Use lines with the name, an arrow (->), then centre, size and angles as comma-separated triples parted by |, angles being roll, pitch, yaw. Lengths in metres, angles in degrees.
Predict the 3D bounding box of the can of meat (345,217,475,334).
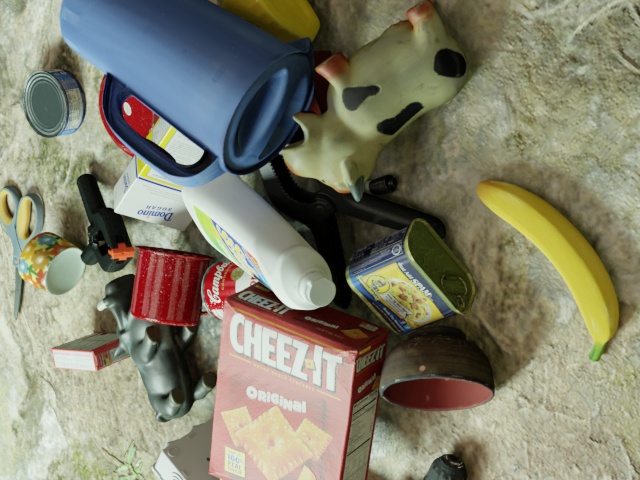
can of meat -> 0.087, 0.039, 1.043 | 0.084, 0.057, 0.102 | -26, 115, 37

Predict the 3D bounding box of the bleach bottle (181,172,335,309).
bleach bottle -> -0.057, 0.001, 1.081 | 0.251, 0.068, 0.102 | 36, 157, 57

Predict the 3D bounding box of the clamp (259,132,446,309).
clamp -> 0.017, -0.040, 1.080 | 0.165, 0.036, 0.210 | -31, 103, 36

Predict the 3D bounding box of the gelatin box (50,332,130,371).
gelatin box -> -0.293, 0.145, 1.385 | 0.089, 0.073, 0.030 | -3, 101, 39

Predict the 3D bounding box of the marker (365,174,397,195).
marker -> 0.030, -0.048, 1.108 | 0.121, 0.020, 0.020 | -14, 94, 40

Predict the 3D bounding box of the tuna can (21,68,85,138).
tuna can -> -0.337, -0.174, 1.351 | 0.086, 0.033, 0.086 | 12, 111, 35

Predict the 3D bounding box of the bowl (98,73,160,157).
bowl -> -0.207, -0.157, 1.240 | 0.162, 0.055, 0.162 | 12, 111, 35

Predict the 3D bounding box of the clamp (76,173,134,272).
clamp -> -0.269, 0.000, 1.316 | 0.172, 0.039, 0.120 | -134, 38, -54

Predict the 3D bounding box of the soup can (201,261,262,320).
soup can -> -0.073, 0.055, 1.187 | 0.102, 0.068, 0.068 | -5, 100, 38

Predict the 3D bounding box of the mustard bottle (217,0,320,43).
mustard bottle -> -0.093, -0.204, 1.120 | 0.096, 0.058, 0.192 | 39, 140, -21

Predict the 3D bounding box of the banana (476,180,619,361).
banana -> 0.215, 0.016, 0.969 | 0.070, 0.037, 0.198 | -39, 79, 38

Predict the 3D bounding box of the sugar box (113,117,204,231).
sugar box -> -0.154, -0.088, 1.193 | 0.176, 0.093, 0.048 | -46, 39, 38

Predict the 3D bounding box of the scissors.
scissors -> -0.430, 0.009, 1.491 | 0.096, 0.016, 0.202 | 41, 125, 24

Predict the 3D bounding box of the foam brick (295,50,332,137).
foam brick -> -0.010, -0.148, 1.089 | 0.053, 0.051, 0.078 | -20, 90, 41

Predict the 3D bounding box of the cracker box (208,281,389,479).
cracker box -> -0.028, 0.171, 1.106 | 0.164, 0.072, 0.214 | 19, 115, 28

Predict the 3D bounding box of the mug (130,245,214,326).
mug -> -0.163, 0.055, 1.239 | 0.117, 0.093, 0.081 | 9, 91, -1

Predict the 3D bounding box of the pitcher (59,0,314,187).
pitcher -> -0.140, -0.169, 1.027 | 0.243, 0.149, 0.145 | 34, 124, 21
